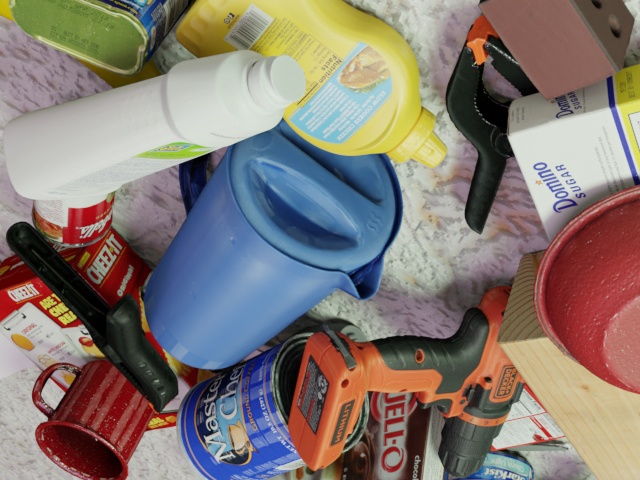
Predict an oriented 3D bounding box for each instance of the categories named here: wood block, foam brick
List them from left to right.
[{"bbox_3d":[0.137,-0.131,0.614,0.051,0.053,0.078,-19,124,41],"label":"foam brick"},{"bbox_3d":[0.226,0.105,0.796,0.090,0.090,0.206,-14,127,38],"label":"wood block"}]

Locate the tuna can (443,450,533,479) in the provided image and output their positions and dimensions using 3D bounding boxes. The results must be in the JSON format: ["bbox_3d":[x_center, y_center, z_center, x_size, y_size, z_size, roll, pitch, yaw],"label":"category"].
[{"bbox_3d":[0.156,0.225,0.995,0.086,0.033,0.086,8,150,4],"label":"tuna can"}]

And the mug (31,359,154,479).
[{"bbox_3d":[-0.211,0.157,0.979,0.117,0.081,0.093,39,137,-15],"label":"mug"}]

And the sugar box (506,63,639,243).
[{"bbox_3d":[0.209,-0.062,0.634,0.176,0.048,0.093,-12,128,24],"label":"sugar box"}]

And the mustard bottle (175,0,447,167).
[{"bbox_3d":[0.007,-0.111,0.699,0.191,0.058,0.096,37,125,-14],"label":"mustard bottle"}]

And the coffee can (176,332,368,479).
[{"bbox_3d":[-0.043,0.148,0.909,0.102,0.102,0.141,42,136,-18],"label":"coffee can"}]

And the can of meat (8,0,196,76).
[{"bbox_3d":[-0.141,-0.163,0.702,0.102,0.083,0.057,22,141,4],"label":"can of meat"}]

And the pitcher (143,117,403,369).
[{"bbox_3d":[-0.055,0.001,0.818,0.144,0.149,0.243,21,146,-18],"label":"pitcher"}]

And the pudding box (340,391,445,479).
[{"bbox_3d":[0.067,0.181,0.948,0.090,0.113,0.039,-15,145,39],"label":"pudding box"}]

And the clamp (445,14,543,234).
[{"bbox_3d":[0.123,-0.067,0.702,0.120,0.039,0.171,-19,123,29],"label":"clamp"}]

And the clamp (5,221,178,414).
[{"bbox_3d":[-0.177,0.073,0.894,0.165,0.036,0.210,33,158,33],"label":"clamp"}]

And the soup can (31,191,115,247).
[{"bbox_3d":[-0.200,-0.052,0.870,0.068,0.068,0.102,23,140,3],"label":"soup can"}]

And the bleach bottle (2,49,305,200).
[{"bbox_3d":[-0.103,-0.078,0.703,0.251,0.102,0.068,-10,91,43],"label":"bleach bottle"}]

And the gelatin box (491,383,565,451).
[{"bbox_3d":[0.164,0.142,0.919,0.089,0.030,0.073,-23,119,42],"label":"gelatin box"}]

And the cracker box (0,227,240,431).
[{"bbox_3d":[-0.201,0.092,1.026,0.164,0.072,0.213,-17,123,38],"label":"cracker box"}]

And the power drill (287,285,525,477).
[{"bbox_3d":[0.071,0.124,0.830,0.187,0.057,0.184,-6,124,-28],"label":"power drill"}]
